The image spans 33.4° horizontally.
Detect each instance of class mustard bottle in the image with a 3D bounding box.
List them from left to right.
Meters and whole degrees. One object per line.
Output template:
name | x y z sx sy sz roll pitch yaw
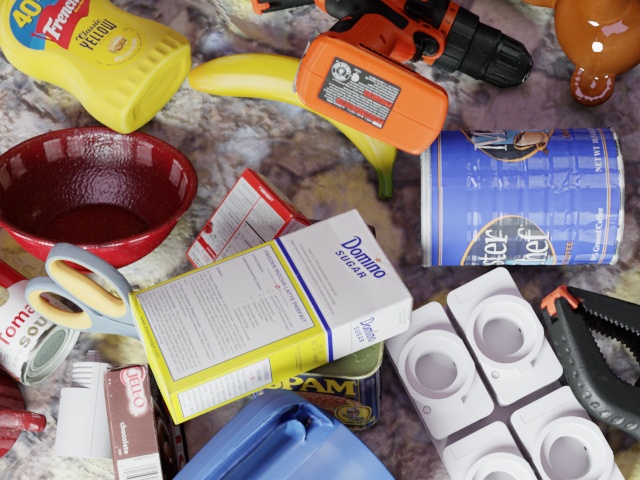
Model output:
mustard bottle | -0.207 -0.170 0.882 0.192 0.058 0.096 31 65 14

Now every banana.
banana | -0.012 -0.110 0.859 0.198 0.037 0.069 31 81 12

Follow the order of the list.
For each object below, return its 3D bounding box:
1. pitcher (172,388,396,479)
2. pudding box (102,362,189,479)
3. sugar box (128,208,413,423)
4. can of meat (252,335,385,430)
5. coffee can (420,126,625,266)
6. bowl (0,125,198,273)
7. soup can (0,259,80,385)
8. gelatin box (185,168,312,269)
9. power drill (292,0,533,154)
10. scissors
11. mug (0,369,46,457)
pitcher | -0.063 0.218 0.692 0.242 0.145 0.149 -40 87 -25
pudding box | -0.124 0.150 0.781 0.039 0.090 0.113 -10 76 5
sugar box | -0.034 0.049 0.734 0.176 0.048 0.093 -19 52 -14
can of meat | -0.004 0.094 0.778 0.102 0.084 0.057 4 52 8
coffee can | 0.144 -0.032 0.789 0.140 0.103 0.103 0 76 6
bowl | -0.176 -0.024 0.824 0.162 0.055 0.162 3 38 -2
soup can | -0.246 0.058 0.828 0.102 0.068 0.068 34 82 12
gelatin box | -0.055 0.001 0.815 0.089 0.030 0.073 -54 46 10
power drill | 0.067 -0.135 0.792 0.184 0.187 0.057 23 123 0
scissors | -0.138 0.073 0.795 0.096 0.201 0.016 -17 40 34
mug | -0.264 0.130 0.805 0.117 0.081 0.093 3 77 7
